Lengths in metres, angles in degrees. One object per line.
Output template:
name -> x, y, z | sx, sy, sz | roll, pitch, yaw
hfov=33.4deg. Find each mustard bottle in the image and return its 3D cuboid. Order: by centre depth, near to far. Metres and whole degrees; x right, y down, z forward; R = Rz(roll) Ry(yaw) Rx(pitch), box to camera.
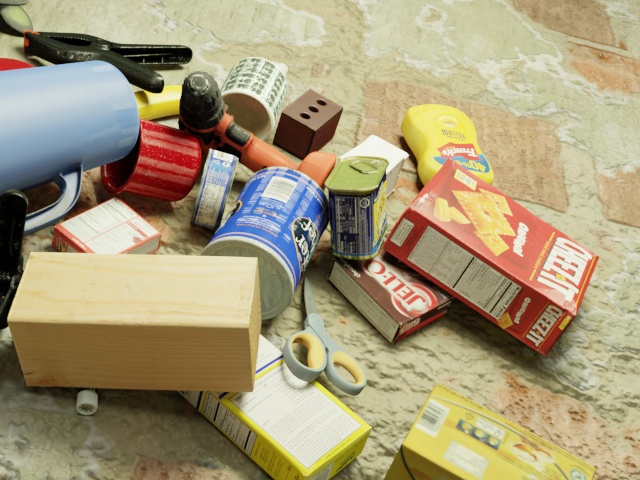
mustard bottle -> 0.168, -0.095, 1.357 | 0.096, 0.058, 0.191 | 8, 41, -20

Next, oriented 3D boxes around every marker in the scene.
marker -> -0.216, 0.111, 1.001 | 0.020, 0.020, 0.121 | 7, 41, -14

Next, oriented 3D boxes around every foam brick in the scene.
foam brick -> -0.015, -0.147, 1.349 | 0.053, 0.051, 0.078 | 30, 41, 12

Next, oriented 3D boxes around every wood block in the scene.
wood block -> -0.160, 0.073, 0.959 | 0.206, 0.091, 0.090 | 1, 43, 2

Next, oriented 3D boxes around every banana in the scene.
banana -> -0.209, -0.156, 1.295 | 0.070, 0.037, 0.197 | 34, 39, 21

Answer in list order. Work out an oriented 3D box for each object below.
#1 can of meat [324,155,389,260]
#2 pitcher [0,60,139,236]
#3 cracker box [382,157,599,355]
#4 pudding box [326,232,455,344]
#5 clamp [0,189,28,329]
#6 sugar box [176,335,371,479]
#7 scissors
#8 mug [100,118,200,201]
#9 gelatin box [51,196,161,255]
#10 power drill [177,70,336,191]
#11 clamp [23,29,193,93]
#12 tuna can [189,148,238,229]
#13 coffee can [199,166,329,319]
can of meat -> 0.042, -0.036, 1.165 | 0.057, 0.084, 0.102 | 3, 25, 13
pitcher -> -0.297, -0.098, 1.054 | 0.145, 0.149, 0.242 | 21, 29, 37
cracker box -> 0.196, 0.011, 1.199 | 0.214, 0.072, 0.164 | 34, 32, 7
pudding box -> 0.077, 0.051, 1.168 | 0.089, 0.039, 0.114 | -23, 55, -39
clamp -> -0.284, 0.025, 0.958 | 0.039, 0.172, 0.120 | 19, 76, -12
sugar box -> -0.049, 0.154, 0.998 | 0.176, 0.048, 0.093 | 36, 42, 25
scissors -> 0.009, 0.097, 1.079 | 0.096, 0.016, 0.201 | 31, 21, -3
mug -> -0.193, -0.089, 1.189 | 0.081, 0.093, 0.117 | 12, -9, -37
gelatin box -> -0.223, -0.001, 1.119 | 0.073, 0.030, 0.089 | 36, 42, 22
power drill -> -0.075, -0.111, 1.206 | 0.187, 0.184, 0.057 | 31, 77, 4
clamp -> -0.269, -0.236, 1.352 | 0.210, 0.036, 0.164 | 14, 24, 9
tuna can -> -0.117, -0.056, 1.179 | 0.033, 0.086, 0.086 | 15, 40, -7
coffee can -> -0.057, 0.001, 1.123 | 0.103, 0.103, 0.140 | 22, 40, 4
